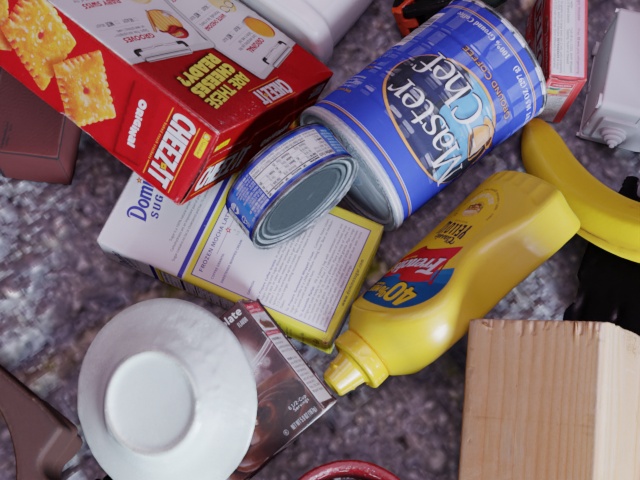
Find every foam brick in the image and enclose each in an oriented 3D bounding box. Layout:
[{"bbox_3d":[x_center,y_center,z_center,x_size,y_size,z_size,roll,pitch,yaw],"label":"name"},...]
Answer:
[{"bbox_3d":[-0.201,-0.087,0.760,0.053,0.051,0.078,7,72,1],"label":"foam brick"}]

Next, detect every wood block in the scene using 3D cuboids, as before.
[{"bbox_3d":[0.140,0.156,0.648,0.091,0.090,0.206,-1,78,34],"label":"wood block"}]

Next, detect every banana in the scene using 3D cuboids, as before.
[{"bbox_3d":[0.197,-0.028,0.722,0.069,0.037,0.198,-43,44,-15],"label":"banana"}]

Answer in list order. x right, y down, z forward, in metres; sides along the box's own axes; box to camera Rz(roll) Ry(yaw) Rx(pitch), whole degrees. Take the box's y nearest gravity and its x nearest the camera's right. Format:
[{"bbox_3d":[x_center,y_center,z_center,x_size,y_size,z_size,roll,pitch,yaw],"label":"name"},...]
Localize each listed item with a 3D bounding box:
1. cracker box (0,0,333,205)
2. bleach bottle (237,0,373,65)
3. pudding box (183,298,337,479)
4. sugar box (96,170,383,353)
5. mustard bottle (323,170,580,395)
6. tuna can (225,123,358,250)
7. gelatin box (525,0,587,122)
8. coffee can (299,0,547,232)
[{"bbox_3d":[-0.122,-0.132,0.726,0.214,0.072,0.164,38,34,9],"label":"cracker box"},{"bbox_3d":[0.040,-0.248,0.813,0.102,0.068,0.250,38,73,11],"label":"bleach bottle"},{"bbox_3d":[-0.059,0.106,0.692,0.113,0.039,0.090,-42,78,12],"label":"pudding box"},{"bbox_3d":[-0.055,0.001,0.742,0.176,0.048,0.093,23,74,9],"label":"sugar box"},{"bbox_3d":[0.077,0.033,0.711,0.191,0.096,0.058,-41,111,-12],"label":"mustard bottle"},{"bbox_3d":[-0.019,-0.034,0.685,0.086,0.086,0.034,-37,73,-12],"label":"tuna can"},{"bbox_3d":[0.171,-0.141,0.779,0.030,0.073,0.089,4,73,-1],"label":"gelatin box"},{"bbox_3d":[0.071,-0.088,0.743,0.140,0.103,0.103,-38,78,-13],"label":"coffee can"}]
